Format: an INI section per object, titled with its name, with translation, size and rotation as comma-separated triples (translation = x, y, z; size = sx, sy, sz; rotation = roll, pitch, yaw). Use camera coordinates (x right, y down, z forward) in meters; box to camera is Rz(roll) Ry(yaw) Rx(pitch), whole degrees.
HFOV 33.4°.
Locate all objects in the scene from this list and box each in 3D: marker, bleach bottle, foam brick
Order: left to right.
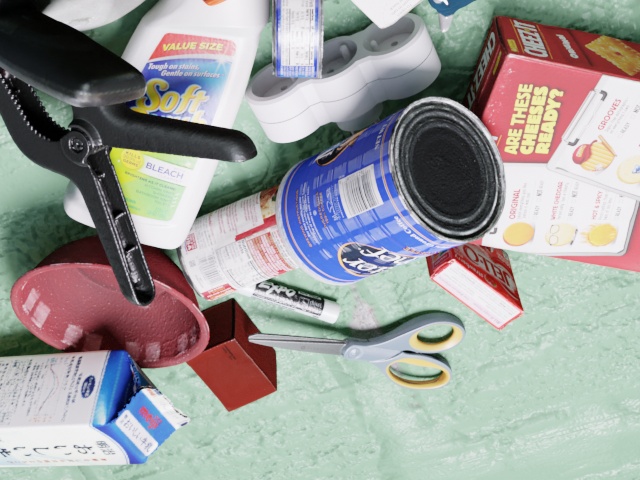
[bleach bottle]
translation = -0.105, -0.116, 0.759
size = 0.102, 0.068, 0.251
rotation = 19, 122, -7
[foam brick]
translation = -0.078, 0.101, 0.938
size = 0.053, 0.051, 0.078
rotation = -23, 126, 14
[marker]
translation = -0.041, 0.045, 0.916
size = 0.121, 0.020, 0.020
rotation = 18, 125, -16

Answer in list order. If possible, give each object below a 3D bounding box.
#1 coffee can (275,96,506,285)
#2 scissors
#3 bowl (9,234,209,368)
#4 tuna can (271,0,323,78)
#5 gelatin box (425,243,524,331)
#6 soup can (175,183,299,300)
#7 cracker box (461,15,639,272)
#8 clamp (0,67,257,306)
[coffee can]
translation = 0.047, -0.032, 0.765
size = 0.102, 0.102, 0.141
rotation = 31, 150, -25
[scissors]
translation = 0.045, 0.084, 0.939
size = 0.201, 0.016, 0.096
rotation = 22, 119, -29
[bowl]
translation = -0.166, 0.043, 0.869
size = 0.162, 0.055, 0.162
rotation = 5, 146, 4
[tuna can]
translation = -0.015, -0.152, 0.718
size = 0.033, 0.086, 0.086
rotation = 1, 128, -1
[gelatin box]
translation = 0.124, 0.021, 0.871
size = 0.089, 0.073, 0.030
rotation = 35, 119, -26
[soup can]
translation = -0.056, 0.001, 0.849
size = 0.102, 0.068, 0.068
rotation = -21, 126, 14
[cracker box]
translation = 0.209, -0.067, 0.807
size = 0.213, 0.072, 0.164
rotation = 10, 127, -9
[clamp]
translation = -0.159, -0.061, 0.743
size = 0.210, 0.036, 0.165
rotation = 36, 121, 8
